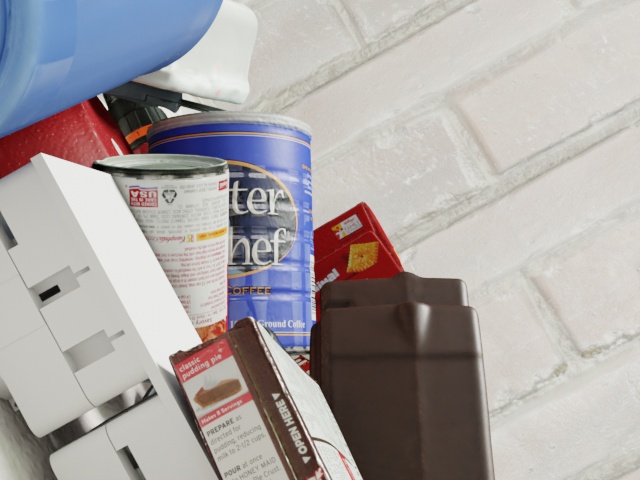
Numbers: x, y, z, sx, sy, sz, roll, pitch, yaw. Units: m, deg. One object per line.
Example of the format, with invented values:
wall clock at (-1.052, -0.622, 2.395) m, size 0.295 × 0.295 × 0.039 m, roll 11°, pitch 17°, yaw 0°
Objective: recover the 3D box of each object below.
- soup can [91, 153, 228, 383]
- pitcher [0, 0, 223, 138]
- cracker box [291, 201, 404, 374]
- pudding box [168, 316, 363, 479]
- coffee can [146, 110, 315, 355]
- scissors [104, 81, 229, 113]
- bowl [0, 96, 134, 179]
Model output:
soup can at (-0.078, 0.011, 0.525) m, size 0.068 × 0.068 × 0.102 m, roll -109°, pitch -160°, yaw -79°
pitcher at (-0.115, -0.118, 0.428) m, size 0.242 × 0.145 × 0.149 m, roll -71°, pitch 168°, yaw -70°
cracker box at (-0.004, 0.073, 0.804) m, size 0.072 × 0.164 × 0.213 m, roll 60°, pitch 1°, yaw 22°
pudding box at (-0.010, 0.088, 0.414) m, size 0.090 × 0.039 × 0.113 m, roll 61°, pitch 0°, yaw 24°
coffee can at (-0.054, 0.001, 0.653) m, size 0.103 × 0.103 × 0.140 m, roll 49°, pitch 39°, yaw -81°
scissors at (-0.107, -0.090, 0.659) m, size 0.096 × 0.202 × 0.016 m, roll -57°, pitch 163°, yaw -82°
bowl at (-0.134, -0.037, 0.588) m, size 0.162 × 0.055 × 0.162 m, roll 61°, pitch 1°, yaw -3°
